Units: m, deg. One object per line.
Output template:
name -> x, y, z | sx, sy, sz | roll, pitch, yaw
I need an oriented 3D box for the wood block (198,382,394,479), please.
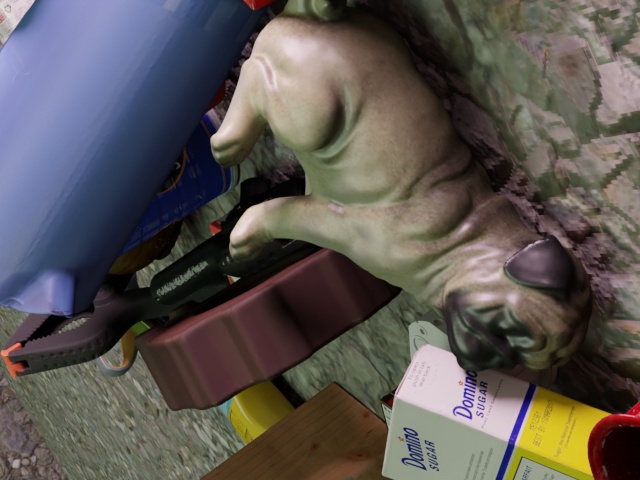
wood block -> -0.035, 0.220, 0.857 | 0.090, 0.205, 0.091 | 36, 149, 38

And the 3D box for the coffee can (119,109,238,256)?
coffee can -> -0.148, -0.050, 0.816 | 0.103, 0.140, 0.103 | 42, 152, 29

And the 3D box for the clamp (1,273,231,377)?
clamp -> -0.180, 0.058, 0.944 | 0.165, 0.209, 0.036 | 24, 139, 40

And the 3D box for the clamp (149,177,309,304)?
clamp -> -0.055, 0.001, 0.713 | 0.039, 0.120, 0.172 | 41, 167, -15

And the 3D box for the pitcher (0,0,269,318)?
pitcher -> -0.142, -0.087, 0.643 | 0.149, 0.145, 0.243 | 36, 112, -5

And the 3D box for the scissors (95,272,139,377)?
scissors -> -0.173, 0.045, 1.050 | 0.096, 0.201, 0.016 | 16, 144, -17

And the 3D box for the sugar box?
sugar box -> 0.123, 0.122, 0.564 | 0.176, 0.048, 0.093 | 23, 144, 15

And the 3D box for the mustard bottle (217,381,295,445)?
mustard bottle -> -0.069, 0.153, 1.017 | 0.192, 0.058, 0.096 | 46, 159, 22
